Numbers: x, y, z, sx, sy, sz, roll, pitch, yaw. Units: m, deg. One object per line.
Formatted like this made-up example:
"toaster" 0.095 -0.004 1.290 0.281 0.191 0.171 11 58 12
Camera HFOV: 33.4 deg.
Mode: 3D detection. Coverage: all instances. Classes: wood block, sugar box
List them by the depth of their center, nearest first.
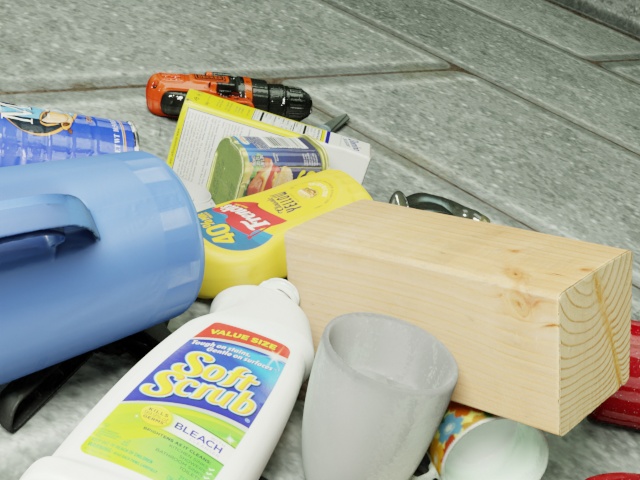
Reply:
"wood block" 0.084 0.040 0.685 0.206 0.091 0.090 13 25 40
"sugar box" -0.050 -0.068 0.978 0.176 0.093 0.048 17 24 -6

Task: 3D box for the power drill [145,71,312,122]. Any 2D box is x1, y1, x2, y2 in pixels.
"power drill" -0.083 -0.122 1.105 0.184 0.057 0.188 1 25 -15

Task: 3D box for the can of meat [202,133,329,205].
"can of meat" -0.049 -0.040 0.908 0.083 0.102 0.057 -2 31 -34

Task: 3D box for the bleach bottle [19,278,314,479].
"bleach bottle" -0.070 0.091 0.610 0.102 0.068 0.250 24 32 4

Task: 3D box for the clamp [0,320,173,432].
"clamp" -0.147 0.058 0.705 0.164 0.036 0.210 3 32 -32

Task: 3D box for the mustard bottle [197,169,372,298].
"mustard bottle" -0.055 0.001 0.824 0.191 0.058 0.096 -18 34 -20

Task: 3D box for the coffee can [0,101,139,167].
"coffee can" -0.219 -0.051 0.807 0.140 0.103 0.103 7 26 -24

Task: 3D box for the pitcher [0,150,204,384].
"pitcher" -0.183 0.017 0.587 0.242 0.145 0.149 -17 33 -39
